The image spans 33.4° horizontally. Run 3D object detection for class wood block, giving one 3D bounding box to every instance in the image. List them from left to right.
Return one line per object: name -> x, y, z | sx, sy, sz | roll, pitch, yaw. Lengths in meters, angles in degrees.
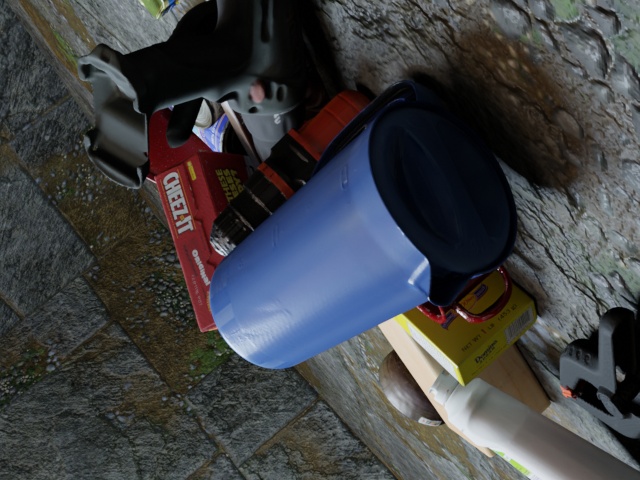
wood block -> 0.136, 0.109, 1.089 | 0.206, 0.090, 0.091 | 56, 168, -26

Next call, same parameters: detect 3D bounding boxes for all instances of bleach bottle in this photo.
bleach bottle -> 0.211, 0.198, 0.983 | 0.251, 0.068, 0.102 | 33, 167, 14

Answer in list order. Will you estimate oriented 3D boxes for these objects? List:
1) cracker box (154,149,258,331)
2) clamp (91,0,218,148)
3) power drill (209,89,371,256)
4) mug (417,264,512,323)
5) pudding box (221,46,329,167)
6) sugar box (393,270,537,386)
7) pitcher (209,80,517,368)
cracker box -> -0.057, 0.001, 1.082 | 0.213, 0.072, 0.164 | 0, -112, -57
clamp -> -0.125, -0.169, 0.971 | 0.120, 0.171, 0.039 | 29, 158, 20
power drill -> -0.004, -0.034, 0.977 | 0.057, 0.184, 0.187 | 47, 179, 24
mug -> 0.110, 0.017, 0.890 | 0.117, 0.081, 0.093 | 46, 169, 23
pudding box -> -0.041, -0.127, 1.010 | 0.039, 0.090, 0.113 | 42, 167, 43
sugar box -> 0.103, 0.041, 0.975 | 0.176, 0.093, 0.048 | 43, 167, 34
pitcher -> 0.020, 0.000, 0.809 | 0.145, 0.149, 0.243 | 53, 135, -2
